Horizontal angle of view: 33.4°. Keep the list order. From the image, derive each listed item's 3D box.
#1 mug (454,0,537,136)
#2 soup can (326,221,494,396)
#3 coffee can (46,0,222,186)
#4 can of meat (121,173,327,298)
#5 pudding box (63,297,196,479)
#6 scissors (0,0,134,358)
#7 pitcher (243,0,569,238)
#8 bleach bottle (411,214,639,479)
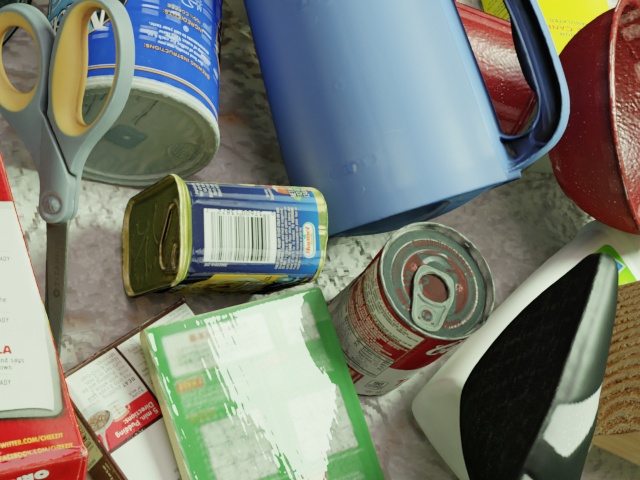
[{"bbox_3d":[0.102,-0.124,0.715,0.081,0.117,0.093,19,18,-9],"label":"mug"},{"bbox_3d":[0.044,0.042,0.604,0.068,0.102,0.068,10,61,-19],"label":"soup can"},{"bbox_3d":[-0.108,-0.117,0.618,0.102,0.103,0.140,10,61,-20],"label":"coffee can"},{"bbox_3d":[-0.054,0.001,0.582,0.083,0.102,0.057,2,81,-26],"label":"can of meat"},{"bbox_3d":[-0.077,0.099,0.560,0.089,0.039,0.113,-33,84,-36],"label":"pudding box"},{"bbox_3d":[-0.149,-0.033,0.551,0.096,0.202,0.016,25,17,20],"label":"scissors"},{"bbox_3d":[0.030,-0.128,0.622,0.149,0.145,0.243,-16,89,-22],"label":"pitcher"},{"bbox_3d":[0.168,0.060,0.677,0.250,0.068,0.102,-37,86,-36],"label":"bleach bottle"}]
